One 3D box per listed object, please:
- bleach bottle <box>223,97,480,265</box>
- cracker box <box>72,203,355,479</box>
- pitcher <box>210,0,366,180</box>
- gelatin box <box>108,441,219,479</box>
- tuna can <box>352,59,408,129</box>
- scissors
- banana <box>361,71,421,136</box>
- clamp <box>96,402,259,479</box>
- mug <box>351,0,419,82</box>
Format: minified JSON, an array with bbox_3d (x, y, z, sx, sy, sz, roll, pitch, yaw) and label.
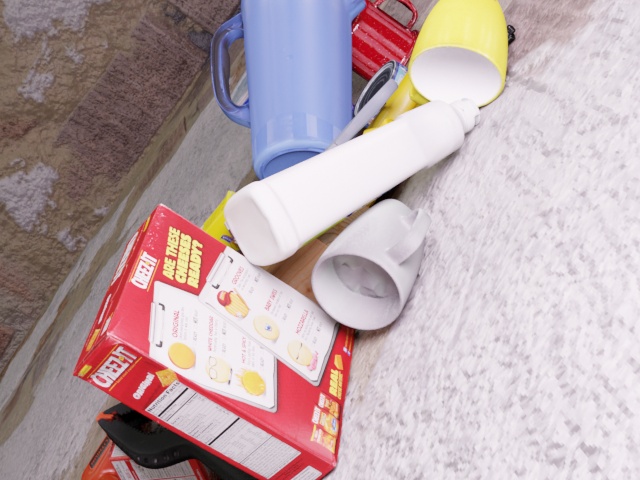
[{"bbox_3d":[0.042,-0.064,0.930,0.250,0.068,0.103,-30,3,-23],"label":"bleach bottle"},{"bbox_3d":[-0.080,0.092,0.888,0.072,0.213,0.164,-46,20,34],"label":"cracker box"},{"bbox_3d":[-0.034,-0.177,1.213,0.149,0.144,0.243,-41,43,49],"label":"pitcher"},{"bbox_3d":[-0.152,0.222,1.039,0.089,0.073,0.030,-8,37,13],"label":"gelatin box"},{"bbox_3d":[0.074,-0.166,1.237,0.086,0.033,0.086,-50,18,22],"label":"tuna can"},{"bbox_3d":[0.020,-0.097,1.066,0.201,0.016,0.096,-50,2,-41],"label":"scissors"},{"bbox_3d":[0.088,-0.149,1.160,0.198,0.037,0.069,-53,19,15],"label":"banana"},{"bbox_3d":[-0.110,0.163,0.998,0.210,0.036,0.164,0,44,27],"label":"clamp"},{"bbox_3d":[0.070,-0.254,1.326,0.117,0.081,0.093,-49,18,26],"label":"mug"}]
